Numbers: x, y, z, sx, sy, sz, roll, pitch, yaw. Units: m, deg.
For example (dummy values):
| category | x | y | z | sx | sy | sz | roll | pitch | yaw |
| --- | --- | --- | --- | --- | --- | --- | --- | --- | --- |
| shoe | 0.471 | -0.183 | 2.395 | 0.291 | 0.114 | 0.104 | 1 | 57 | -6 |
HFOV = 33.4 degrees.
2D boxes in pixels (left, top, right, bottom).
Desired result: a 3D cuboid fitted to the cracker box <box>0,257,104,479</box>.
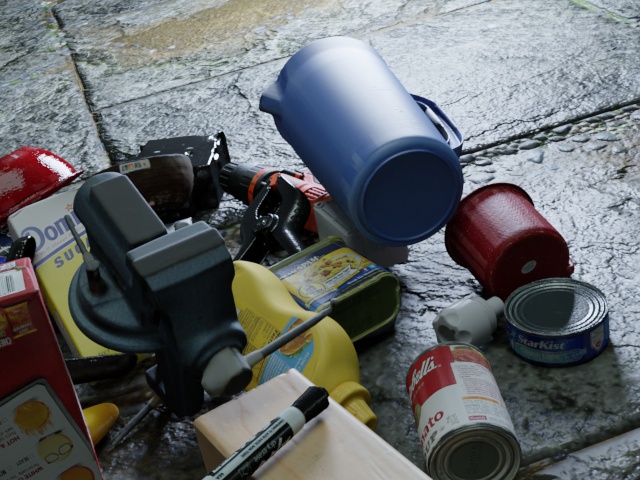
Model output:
| category | x | y | z | sx | sy | sz | roll | pitch | yaw |
| --- | --- | --- | --- | --- | --- | --- | --- | --- | --- |
| cracker box | -0.249 | 0.135 | 0.746 | 0.164 | 0.214 | 0.072 | -18 | 27 | -12 |

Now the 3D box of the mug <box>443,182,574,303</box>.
| category | x | y | z | sx | sy | sz | roll | pitch | yaw |
| --- | --- | --- | --- | --- | --- | --- | --- | --- | --- |
| mug | 0.179 | 0.010 | 0.962 | 0.117 | 0.093 | 0.081 | 17 | 22 | -28 |

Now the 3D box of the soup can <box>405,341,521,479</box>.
| category | x | y | z | sx | sy | sz | roll | pitch | yaw |
| --- | --- | --- | --- | --- | --- | --- | --- | --- | --- |
| soup can | 0.103 | 0.130 | 0.778 | 0.068 | 0.068 | 0.102 | -11 | 29 | 1 |

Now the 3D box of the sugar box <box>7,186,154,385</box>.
| category | x | y | z | sx | sy | sz | roll | pitch | yaw |
| --- | --- | --- | --- | --- | --- | --- | --- | --- | --- |
| sugar box | -0.212 | 0.036 | 0.991 | 0.093 | 0.048 | 0.176 | -25 | 71 | -23 |

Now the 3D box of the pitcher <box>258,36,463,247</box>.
| category | x | y | z | sx | sy | sz | roll | pitch | yaw |
| --- | --- | --- | --- | --- | --- | --- | --- | --- | --- |
| pitcher | 0.054 | -0.095 | 1.021 | 0.149 | 0.145 | 0.243 | -38 | 33 | 5 |

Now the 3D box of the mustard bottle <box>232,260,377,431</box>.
| category | x | y | z | sx | sy | sz | roll | pitch | yaw |
| --- | --- | --- | --- | --- | --- | --- | --- | --- | --- |
| mustard bottle | -0.023 | 0.098 | 0.854 | 0.058 | 0.096 | 0.192 | 15 | 14 | -47 |

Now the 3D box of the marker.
| category | x | y | z | sx | sy | sz | roll | pitch | yaw |
| --- | --- | --- | --- | --- | --- | --- | --- | --- | --- |
| marker | -0.036 | 0.131 | 0.686 | 0.020 | 0.020 | 0.120 | 15 | 39 | 39 |

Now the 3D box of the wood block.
| category | x | y | z | sx | sy | sz | roll | pitch | yaw |
| --- | --- | --- | --- | --- | --- | --- | --- | --- | --- |
| wood block | 0.009 | 0.180 | 0.699 | 0.090 | 0.091 | 0.206 | -26 | 31 | -23 |

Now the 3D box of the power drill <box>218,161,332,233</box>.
| category | x | y | z | sx | sy | sz | roll | pitch | yaw |
| --- | --- | --- | --- | --- | --- | --- | --- | --- | --- |
| power drill | 0.000 | -0.081 | 1.210 | 0.187 | 0.057 | 0.185 | -34 | 40 | -30 |

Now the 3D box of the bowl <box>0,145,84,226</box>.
| category | x | y | z | sx | sy | sz | roll | pitch | yaw |
| --- | --- | --- | --- | --- | --- | --- | --- | --- | --- |
| bowl | -0.325 | -0.050 | 1.093 | 0.162 | 0.055 | 0.162 | -31 | 8 | 5 |

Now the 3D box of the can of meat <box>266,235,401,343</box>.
| category | x | y | z | sx | sy | sz | roll | pitch | yaw |
| --- | --- | --- | --- | --- | --- | --- | --- | --- | --- |
| can of meat | 0.008 | 0.049 | 0.937 | 0.102 | 0.057 | 0.084 | -27 | 36 | -27 |

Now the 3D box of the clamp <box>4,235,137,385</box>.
| category | x | y | z | sx | sy | sz | roll | pitch | yaw |
| --- | --- | --- | --- | --- | --- | --- | --- | --- | --- |
| clamp | -0.271 | 0.116 | 0.917 | 0.165 | 0.036 | 0.210 | 37 | 77 | 19 |

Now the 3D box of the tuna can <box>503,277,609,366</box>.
| category | x | y | z | sx | sy | sz | roll | pitch | yaw |
| --- | --- | --- | --- | --- | --- | --- | --- | --- | --- |
| tuna can | 0.197 | 0.068 | 0.891 | 0.086 | 0.034 | 0.086 | -9 | 29 | 5 |

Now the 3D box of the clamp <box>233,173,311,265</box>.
| category | x | y | z | sx | sy | sz | roll | pitch | yaw |
| --- | --- | --- | --- | --- | --- | --- | --- | --- | --- |
| clamp | -0.057 | 0.001 | 1.057 | 0.120 | 0.039 | 0.171 | -22 | 33 | 14 |
